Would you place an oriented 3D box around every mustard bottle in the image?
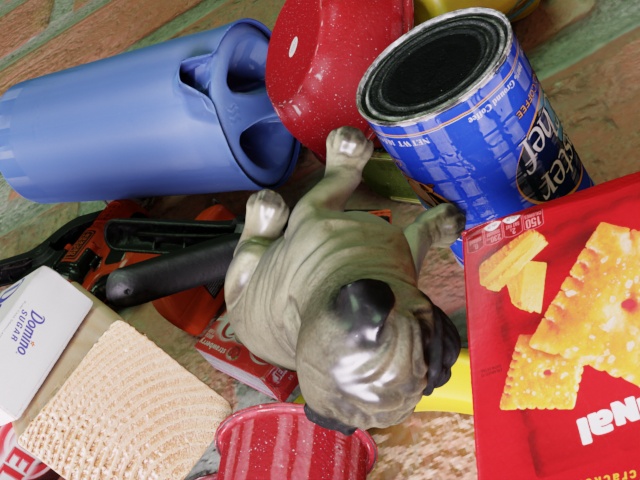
[{"bbox_3d":[0.121,-0.189,0.841,0.191,0.058,0.096,-29,2,-38],"label":"mustard bottle"}]

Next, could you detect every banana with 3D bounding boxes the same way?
[{"bbox_3d":[0.050,0.095,0.625,0.198,0.037,0.069,-19,53,28],"label":"banana"}]

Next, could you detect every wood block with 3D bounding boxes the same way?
[{"bbox_3d":[-0.140,0.096,0.688,0.090,0.090,0.206,-52,18,-9],"label":"wood block"}]

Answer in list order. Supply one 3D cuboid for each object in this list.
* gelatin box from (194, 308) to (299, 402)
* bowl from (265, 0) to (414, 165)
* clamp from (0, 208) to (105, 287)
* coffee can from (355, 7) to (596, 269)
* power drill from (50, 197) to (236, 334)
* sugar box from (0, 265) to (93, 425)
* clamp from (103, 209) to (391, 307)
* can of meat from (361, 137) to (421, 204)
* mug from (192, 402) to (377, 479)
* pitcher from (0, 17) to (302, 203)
[{"bbox_3d":[-0.036,0.065,0.742,0.073,0.030,0.089,-50,35,-18],"label":"gelatin box"},{"bbox_3d":[0.003,-0.137,0.782,0.162,0.055,0.162,-34,51,55],"label":"bowl"},{"bbox_3d":[-0.257,0.020,0.994,0.171,0.039,0.120,-34,37,-7],"label":"clamp"},{"bbox_3d":[0.100,-0.058,0.665,0.103,0.140,0.103,-24,35,19],"label":"coffee can"},{"bbox_3d":[-0.157,0.035,0.865,0.188,0.057,0.184,-2,47,41],"label":"power drill"},{"bbox_3d":[-0.221,0.083,0.672,0.177,0.048,0.093,-30,26,45],"label":"sugar box"},{"bbox_3d":[-0.055,0.001,0.748,0.209,0.036,0.165,-8,16,-17],"label":"clamp"},{"bbox_3d":[0.080,-0.074,0.780,0.102,0.057,0.084,11,59,49],"label":"can of meat"},{"bbox_3d":[-0.029,0.148,0.579,0.117,0.093,0.081,-9,46,18],"label":"mug"},{"bbox_3d":[-0.141,-0.092,0.885,0.243,0.149,0.144,-5,32,28],"label":"pitcher"}]
